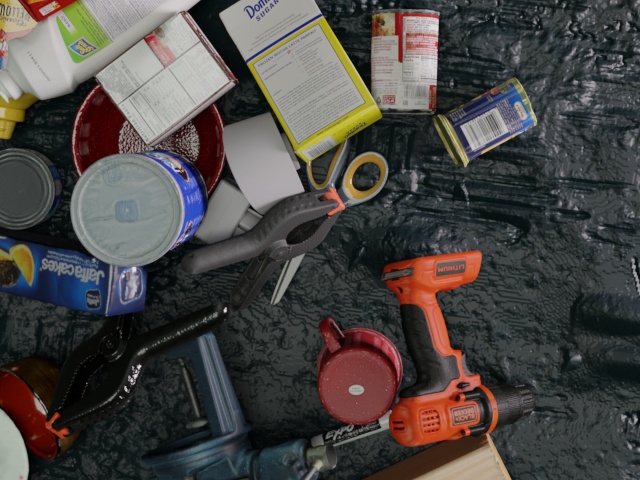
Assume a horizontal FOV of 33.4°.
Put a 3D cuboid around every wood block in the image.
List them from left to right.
[{"bbox_3d":[0.099,0.283,1.115,0.206,0.091,0.090,-26,93,6],"label":"wood block"}]

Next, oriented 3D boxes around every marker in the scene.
[{"bbox_3d":[0.022,0.210,1.148,0.121,0.020,0.020,-20,94,6],"label":"marker"}]

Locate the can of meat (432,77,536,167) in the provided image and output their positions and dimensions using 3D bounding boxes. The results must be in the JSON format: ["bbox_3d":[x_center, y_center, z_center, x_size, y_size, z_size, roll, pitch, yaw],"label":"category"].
[{"bbox_3d":[0.164,-0.118,1.065,0.084,0.102,0.057,-28,93,4],"label":"can of meat"}]

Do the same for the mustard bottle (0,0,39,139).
[{"bbox_3d":[-0.318,-0.201,1.112,0.096,0.058,0.192,10,97,-3],"label":"mustard bottle"}]

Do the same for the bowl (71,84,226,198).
[{"bbox_3d":[-0.174,-0.101,1.113,0.162,0.055,0.162,0,96,4],"label":"bowl"}]

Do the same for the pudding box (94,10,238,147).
[{"bbox_3d":[-0.153,-0.160,1.058,0.113,0.039,0.090,-36,93,8],"label":"pudding box"}]

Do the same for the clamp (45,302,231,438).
[{"bbox_3d":[-0.193,0.112,1.072,0.165,0.036,0.210,19,68,38],"label":"clamp"}]

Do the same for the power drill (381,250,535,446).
[{"bbox_3d":[0.139,0.107,1.085,0.184,0.057,0.187,-4,82,-37],"label":"power drill"}]

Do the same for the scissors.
[{"bbox_3d":[0.012,-0.020,1.128,0.096,0.016,0.202,11,97,3],"label":"scissors"}]

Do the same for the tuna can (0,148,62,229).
[{"bbox_3d":[-0.320,-0.056,1.138,0.086,0.033,0.086,0,96,4],"label":"tuna can"}]

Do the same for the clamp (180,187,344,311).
[{"bbox_3d":[-0.057,0.001,1.080,0.171,0.120,0.039,-42,61,12],"label":"clamp"}]

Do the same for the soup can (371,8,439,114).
[{"bbox_3d":[0.085,-0.179,1.081,0.068,0.068,0.102,1,96,4],"label":"soup can"}]

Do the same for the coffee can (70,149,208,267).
[{"bbox_3d":[-0.169,-0.034,1.020,0.103,0.140,0.103,0,96,4],"label":"coffee can"}]

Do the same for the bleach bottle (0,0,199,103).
[{"bbox_3d":[-0.225,-0.229,1.072,0.250,0.068,0.102,-37,94,-6],"label":"bleach bottle"}]

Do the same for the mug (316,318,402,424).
[{"bbox_3d":[0.033,0.133,1.108,0.093,0.081,0.117,-29,93,6],"label":"mug"}]

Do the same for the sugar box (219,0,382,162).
[{"bbox_3d":[-0.021,-0.177,1.075,0.093,0.048,0.176,-30,71,6],"label":"sugar box"}]
